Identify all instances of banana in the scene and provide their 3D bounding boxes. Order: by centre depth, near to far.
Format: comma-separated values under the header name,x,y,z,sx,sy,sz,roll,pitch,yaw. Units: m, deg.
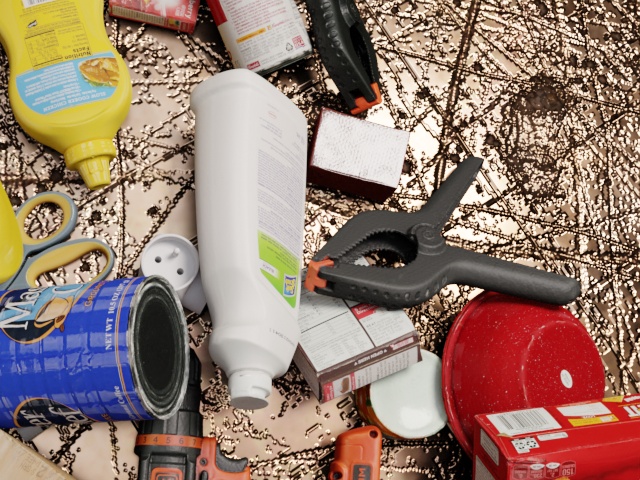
name,x,y,z,sx,sy,sz,roll,pitch,yaw
banana,-0.263,-0.034,0.810,0.037,0.069,0.198,-30,57,2

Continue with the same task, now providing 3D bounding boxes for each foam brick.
name,x,y,z,sx,sy,sz,roll,pitch,yaw
foam brick,0.028,-0.070,0.888,0.078,0.051,0.053,16,77,-7

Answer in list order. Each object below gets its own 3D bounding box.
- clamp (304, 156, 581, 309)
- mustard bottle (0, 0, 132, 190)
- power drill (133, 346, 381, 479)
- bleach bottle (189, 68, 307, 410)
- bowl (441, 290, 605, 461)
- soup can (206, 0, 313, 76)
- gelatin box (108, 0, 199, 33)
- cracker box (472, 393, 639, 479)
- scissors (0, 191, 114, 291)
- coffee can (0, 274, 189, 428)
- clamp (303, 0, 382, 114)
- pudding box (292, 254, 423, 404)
name,x,y,z,sx,sy,sz,roll,pitch,yaw
clamp,0.082,-0.001,0.851,0.209,0.036,0.165,-7,47,-18
mustard bottle,-0.203,-0.133,0.853,0.096,0.058,0.191,-17,82,-12
power drill,-0.050,0.174,0.819,0.187,0.057,0.184,5,76,-5
bleach bottle,-0.055,0.001,0.802,0.102,0.068,0.251,34,47,-46
bowl,0.175,0.111,0.849,0.161,0.055,0.162,6,79,-33
soup can,-0.055,-0.189,0.876,0.068,0.069,0.102,-25,101,-15
gelatin box,-0.134,-0.227,0.899,0.073,0.030,0.089,12,77,-8
cracker box,0.201,0.229,0.803,0.164,0.072,0.214,-5,109,-11
scissors,-0.264,0.021,0.833,0.201,0.016,0.096,-14,80,-13
coffee can,-0.178,0.081,0.766,0.140,0.102,0.103,-6,79,15
clamp,0.014,-0.195,0.903,0.120,0.039,0.171,-38,110,-57
pudding box,0.015,0.064,0.837,0.090,0.039,0.114,-22,43,-13
